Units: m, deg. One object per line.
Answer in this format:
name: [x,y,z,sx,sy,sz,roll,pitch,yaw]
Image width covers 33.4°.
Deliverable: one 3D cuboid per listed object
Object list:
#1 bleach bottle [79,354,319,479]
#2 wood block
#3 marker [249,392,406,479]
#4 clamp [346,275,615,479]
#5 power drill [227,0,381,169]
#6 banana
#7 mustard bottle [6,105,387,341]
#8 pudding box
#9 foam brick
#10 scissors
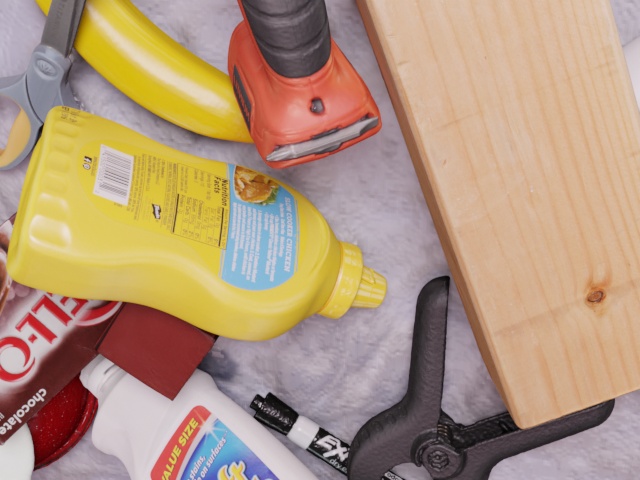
bleach bottle: [-0.054,0.155,0.601,0.251,0.102,0.068,40,170,23]
wood block: [0.089,-0.034,0.472,0.091,0.090,0.206,-20,111,3]
marker: [0.010,0.128,0.640,0.121,0.020,0.020,33,122,-2]
clamp: [0.062,0.102,0.592,0.120,0.039,0.172,44,109,-1]
power drill: [-0.033,-0.138,0.445,0.057,0.184,0.187,-20,131,-2]
banana: [-0.102,-0.118,0.529,0.070,0.037,0.197,-26,108,29]
mustard bottle: [-0.054,0.001,0.538,0.191,0.096,0.058,17,134,-19]
pudding box: [-0.170,0.043,0.598,0.090,0.113,0.039,50,159,-12]
foam brick: [-0.076,0.038,0.583,0.051,0.078,0.053,36,122,-3]
scissors: [-0.123,-0.075,0.540,0.096,0.016,0.202,40,140,-18]
